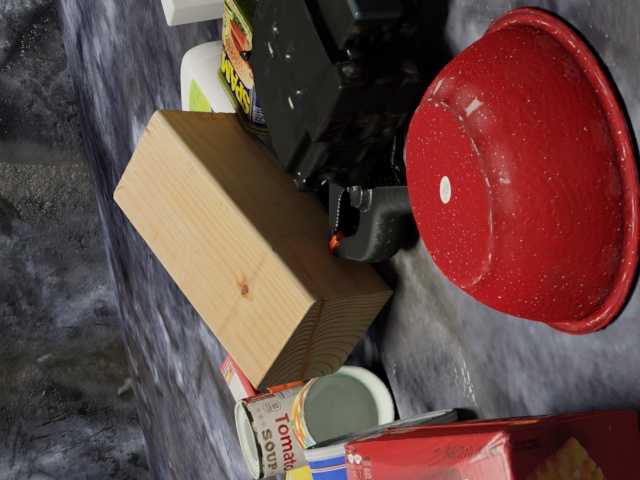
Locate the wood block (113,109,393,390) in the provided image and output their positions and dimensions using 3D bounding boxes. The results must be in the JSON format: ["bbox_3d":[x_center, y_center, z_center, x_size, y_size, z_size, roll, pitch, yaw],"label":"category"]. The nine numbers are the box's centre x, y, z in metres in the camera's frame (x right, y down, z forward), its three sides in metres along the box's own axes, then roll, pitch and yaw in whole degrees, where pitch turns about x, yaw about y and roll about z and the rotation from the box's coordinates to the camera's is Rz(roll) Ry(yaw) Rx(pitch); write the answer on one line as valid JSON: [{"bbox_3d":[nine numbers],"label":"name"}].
[{"bbox_3d":[-0.056,0.001,0.798,0.206,0.090,0.091,50,124,28],"label":"wood block"}]

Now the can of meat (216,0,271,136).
[{"bbox_3d":[-0.042,-0.146,0.837,0.084,0.057,0.102,98,153,-43],"label":"can of meat"}]

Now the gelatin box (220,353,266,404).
[{"bbox_3d":[-0.038,0.135,0.973,0.030,0.089,0.073,-63,37,25],"label":"gelatin box"}]

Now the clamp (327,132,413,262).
[{"bbox_3d":[0.042,-0.031,0.680,0.172,0.039,0.120,103,155,-51],"label":"clamp"}]

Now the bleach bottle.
[{"bbox_3d":[-0.050,-0.066,0.913,0.251,0.068,0.103,-123,27,-43],"label":"bleach bottle"}]

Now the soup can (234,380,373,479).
[{"bbox_3d":[-0.013,0.151,0.879,0.069,0.102,0.068,167,90,-73],"label":"soup can"}]

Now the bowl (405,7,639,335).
[{"bbox_3d":[0.085,-0.027,0.515,0.162,0.055,0.162,168,90,-73],"label":"bowl"}]
